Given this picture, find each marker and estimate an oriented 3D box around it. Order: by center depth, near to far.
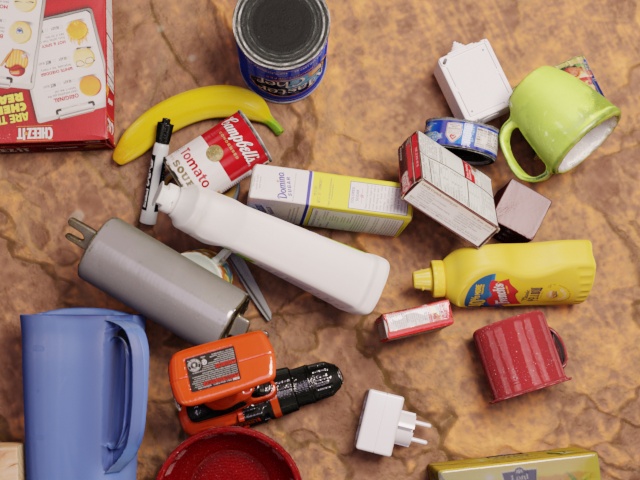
[{"bbox_3d":[-0.183,-0.078,1.195,0.020,0.020,0.121,13,101,0],"label":"marker"}]

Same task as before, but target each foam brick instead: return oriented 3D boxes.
[{"bbox_3d":[0.215,-0.028,1.186,0.053,0.078,0.051,29,82,2],"label":"foam brick"}]

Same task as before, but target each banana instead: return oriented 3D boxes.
[{"bbox_3d":[-0.144,-0.138,1.213,0.197,0.037,0.069,-11,83,-2],"label":"banana"}]

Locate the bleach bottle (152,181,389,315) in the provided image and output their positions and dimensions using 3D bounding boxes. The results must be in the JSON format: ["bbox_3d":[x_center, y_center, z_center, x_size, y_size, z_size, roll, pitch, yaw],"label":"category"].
[{"bbox_3d":[-0.057,0.001,1.132,0.250,0.103,0.068,25,83,-17],"label":"bleach bottle"}]

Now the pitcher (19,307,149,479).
[{"bbox_3d":[-0.244,0.192,1.120,0.145,0.149,0.243,0,86,-1],"label":"pitcher"}]

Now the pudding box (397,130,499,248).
[{"bbox_3d":[0.135,-0.055,1.135,0.113,0.090,0.039,30,125,-21],"label":"pudding box"}]

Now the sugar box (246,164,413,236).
[{"bbox_3d":[0.008,-0.043,1.171,0.176,0.093,0.048,10,76,-4],"label":"sugar box"}]

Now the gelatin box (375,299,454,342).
[{"bbox_3d":[0.101,0.088,1.163,0.073,0.089,0.030,-12,83,-3],"label":"gelatin box"}]

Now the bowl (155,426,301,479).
[{"bbox_3d":[-0.098,0.275,1.148,0.162,0.055,0.162,0,91,-3],"label":"bowl"}]

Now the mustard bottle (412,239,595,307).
[{"bbox_3d":[0.197,0.039,1.168,0.191,0.096,0.058,-2,62,-1],"label":"mustard bottle"}]

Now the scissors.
[{"bbox_3d":[-0.094,-0.013,1.209,0.096,0.016,0.202,-44,86,-6],"label":"scissors"}]

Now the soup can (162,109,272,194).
[{"bbox_3d":[-0.114,-0.089,1.176,0.102,0.068,0.068,-33,85,-4],"label":"soup can"}]

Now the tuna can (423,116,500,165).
[{"bbox_3d":[0.157,-0.110,1.191,0.086,0.086,0.034,11,84,0],"label":"tuna can"}]

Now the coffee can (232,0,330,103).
[{"bbox_3d":[-0.042,-0.217,1.173,0.103,0.140,0.103,0,83,-1],"label":"coffee can"}]

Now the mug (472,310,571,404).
[{"bbox_3d":[0.225,0.124,1.169,0.117,0.093,0.081,-10,77,-33],"label":"mug"}]

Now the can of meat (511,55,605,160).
[{"bbox_3d":[0.273,-0.152,1.214,0.102,0.057,0.084,-24,82,-4],"label":"can of meat"}]

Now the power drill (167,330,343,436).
[{"bbox_3d":[-0.071,0.149,1.105,0.184,0.187,0.057,-17,67,0],"label":"power drill"}]

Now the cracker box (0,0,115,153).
[{"bbox_3d":[-0.317,-0.209,1.203,0.164,0.072,0.214,-2,84,-1],"label":"cracker box"}]
